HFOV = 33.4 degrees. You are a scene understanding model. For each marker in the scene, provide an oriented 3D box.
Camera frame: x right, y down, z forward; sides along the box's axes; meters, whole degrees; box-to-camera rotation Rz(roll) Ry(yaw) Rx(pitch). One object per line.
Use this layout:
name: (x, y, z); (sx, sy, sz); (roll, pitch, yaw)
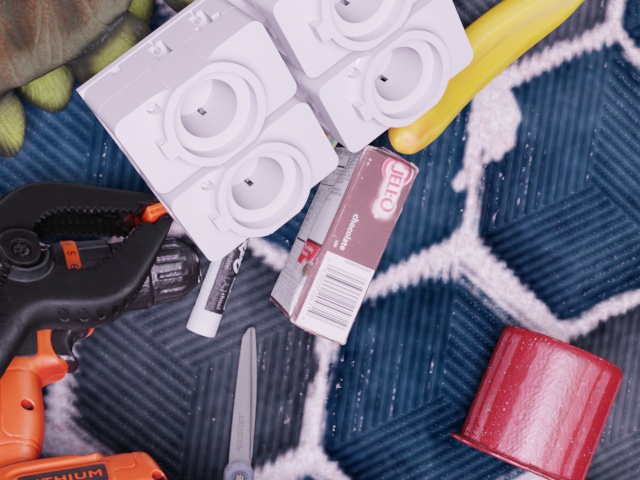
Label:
marker: (-0.054, 0.001, 0.664); (0.020, 0.020, 0.121); (20, 91, -14)

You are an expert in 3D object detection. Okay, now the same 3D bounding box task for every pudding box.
pudding box: (0.012, -0.002, 0.643); (0.039, 0.090, 0.113); (25, 91, -11)

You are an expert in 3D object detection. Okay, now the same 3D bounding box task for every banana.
banana: (0.097, -0.111, 0.652); (0.197, 0.070, 0.037); (-42, 97, -23)

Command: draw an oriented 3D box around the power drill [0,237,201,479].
power drill: (-0.137, 0.076, 0.581); (0.184, 0.188, 0.057); (-10, 137, -18)

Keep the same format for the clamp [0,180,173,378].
clamp: (-0.170, 0.010, 0.559); (0.165, 0.036, 0.209); (45, 44, 14)

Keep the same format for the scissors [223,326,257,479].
scissors: (-0.070, 0.162, 0.678); (0.096, 0.016, 0.202); (-12, 98, -11)

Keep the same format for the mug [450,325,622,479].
mug: (0.149, 0.109, 0.692); (0.117, 0.093, 0.081); (27, 83, -44)
